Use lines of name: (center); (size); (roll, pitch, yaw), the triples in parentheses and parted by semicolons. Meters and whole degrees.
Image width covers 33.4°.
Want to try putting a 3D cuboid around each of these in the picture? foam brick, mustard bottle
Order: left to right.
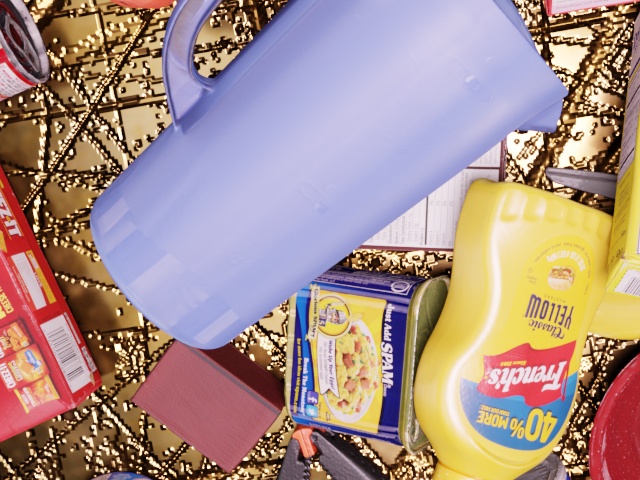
foam brick: (-0.066, 0.095, 0.658); (0.078, 0.053, 0.051); (36, 99, 1)
mustard bottle: (0.102, 0.068, 0.593); (0.096, 0.058, 0.191); (17, 90, -30)

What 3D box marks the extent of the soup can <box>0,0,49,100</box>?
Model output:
soup can: (-0.224, -0.106, 0.638); (0.102, 0.068, 0.068); (-22, 95, 8)

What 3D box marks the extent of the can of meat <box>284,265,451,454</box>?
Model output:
can of meat: (0.028, 0.067, 0.632); (0.084, 0.057, 0.102); (7, 98, 27)

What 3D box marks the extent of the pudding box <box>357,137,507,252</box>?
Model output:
pudding box: (0.054, -0.039, 0.636); (0.113, 0.039, 0.090); (3, 98, 7)

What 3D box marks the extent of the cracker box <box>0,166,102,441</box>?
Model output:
cracker box: (-0.267, 0.065, 0.663); (0.214, 0.072, 0.164); (-25, 93, 9)

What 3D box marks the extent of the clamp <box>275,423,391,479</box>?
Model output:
clamp: (0.011, 0.217, 0.675); (0.164, 0.036, 0.210); (-23, 95, 8)

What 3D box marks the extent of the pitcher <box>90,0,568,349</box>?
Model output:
pitcher: (-0.010, -0.061, 0.557); (0.243, 0.144, 0.149); (-40, 71, 14)
